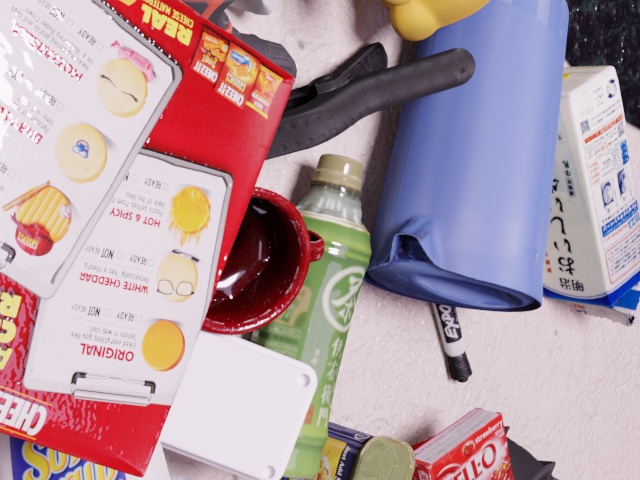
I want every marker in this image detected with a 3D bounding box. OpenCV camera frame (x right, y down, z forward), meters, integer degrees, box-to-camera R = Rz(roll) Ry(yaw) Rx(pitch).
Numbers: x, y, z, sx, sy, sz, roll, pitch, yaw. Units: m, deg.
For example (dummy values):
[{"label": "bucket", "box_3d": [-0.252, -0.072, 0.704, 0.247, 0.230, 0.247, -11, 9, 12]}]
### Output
[{"label": "marker", "box_3d": [0.105, 0.065, 0.883, 0.020, 0.020, 0.121, -32, 116, -35]}]

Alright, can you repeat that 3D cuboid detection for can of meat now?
[{"label": "can of meat", "box_3d": [0.010, 0.183, 0.769, 0.057, 0.084, 0.102, 25, 79, -41]}]

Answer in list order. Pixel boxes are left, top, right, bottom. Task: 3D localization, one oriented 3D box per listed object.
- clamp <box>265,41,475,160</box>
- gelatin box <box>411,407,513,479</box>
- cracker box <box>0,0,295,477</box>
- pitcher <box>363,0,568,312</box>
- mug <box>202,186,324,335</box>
[{"label": "clamp", "box_3d": [0.019, -0.095, 0.722, 0.171, 0.120, 0.039, -35, 111, -29]}, {"label": "gelatin box", "box_3d": [0.109, 0.181, 0.817, 0.089, 0.030, 0.073, -26, 111, -37]}, {"label": "cracker box", "box_3d": [-0.123, -0.020, 0.494, 0.164, 0.072, 0.213, 30, 74, -36]}, {"label": "pitcher", "box_3d": [0.121, -0.069, 0.808, 0.145, 0.149, 0.243, 14, 78, -10]}, {"label": "mug", "box_3d": [-0.054, 0.001, 0.673, 0.117, 0.082, 0.093, -4, 109, -27]}]
